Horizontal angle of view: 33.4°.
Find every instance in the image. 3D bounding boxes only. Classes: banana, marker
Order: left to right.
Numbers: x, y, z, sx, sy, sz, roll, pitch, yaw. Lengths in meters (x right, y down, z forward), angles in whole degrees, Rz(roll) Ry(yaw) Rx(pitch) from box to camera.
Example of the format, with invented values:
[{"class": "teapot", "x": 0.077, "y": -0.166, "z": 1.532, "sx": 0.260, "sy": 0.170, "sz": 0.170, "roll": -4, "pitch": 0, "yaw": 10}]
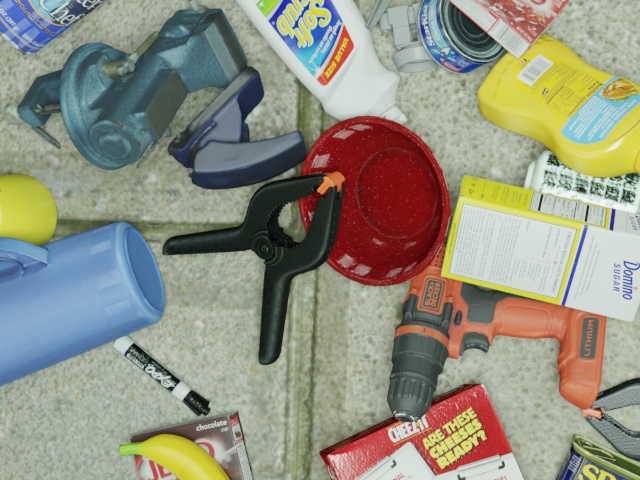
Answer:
[{"class": "marker", "x": -0.162, "y": 0.139, "z": 1.096, "sx": 0.121, "sy": 0.020, "sz": 0.020, "roll": 38, "pitch": 98, "yaw": 8}, {"class": "banana", "x": -0.111, "y": 0.259, "z": 1.039, "sx": 0.069, "sy": 0.037, "sz": 0.198, "roll": -38, "pitch": 85, "yaw": 5}]

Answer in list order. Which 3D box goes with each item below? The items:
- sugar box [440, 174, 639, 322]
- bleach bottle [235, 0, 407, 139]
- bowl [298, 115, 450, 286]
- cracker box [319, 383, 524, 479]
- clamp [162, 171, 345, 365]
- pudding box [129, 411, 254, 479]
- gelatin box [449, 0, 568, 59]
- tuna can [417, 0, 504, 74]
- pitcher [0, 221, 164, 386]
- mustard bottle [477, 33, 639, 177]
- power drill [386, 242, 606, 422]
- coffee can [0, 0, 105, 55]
[{"class": "sugar box", "x": 0.203, "y": 0.007, "z": 0.948, "sx": 0.176, "sy": 0.048, "sz": 0.093, "roll": 13, "pitch": 128, "yaw": 8}, {"class": "bleach bottle", "x": 0.001, "y": -0.209, "z": 1.036, "sx": 0.103, "sy": 0.068, "sz": 0.251, "roll": -40, "pitch": 86, "yaw": 10}, {"class": "bowl", "x": 0.060, "y": -0.040, "z": 1.016, "sx": 0.162, "sy": 0.055, "sz": 0.162, "roll": 8, "pitch": 106, "yaw": 30}, {"class": "cracker box", "x": 0.115, "y": 0.263, "z": 0.998, "sx": 0.164, "sy": 0.072, "sz": 0.214, "roll": -23, "pitch": 86, "yaw": -12}, {"class": "clamp", "x": -0.057, "y": 0.001, "z": 1.040, "sx": 0.164, "sy": 0.036, "sz": 0.210, "roll": 41, "pitch": 118, "yaw": 9}, {"class": "pudding box", "x": -0.129, "y": 0.229, "z": 1.082, "sx": 0.113, "sy": 0.039, "sz": 0.090, "roll": -14, "pitch": 89, "yaw": 11}, {"class": "gelatin box", "x": 0.171, "y": -0.221, "z": 0.972, "sx": 0.089, "sy": 0.030, "sz": 0.073, "roll": 41, "pitch": 62, "yaw": 1}, {"class": "tuna can", "x": 0.135, "y": -0.202, "z": 0.998, "sx": 0.086, "sy": 0.034, "sz": 0.086, "roll": 6, "pitch": 77, "yaw": -30}, {"class": "pitcher", "x": -0.288, "y": 0.061, "z": 1.059, "sx": 0.243, "sy": 0.149, "sz": 0.145, "roll": -19, "pitch": 88, "yaw": 7}, {"class": "mustard bottle", "x": 0.241, "y": -0.110, "z": 0.955, "sx": 0.096, "sy": 0.058, "sz": 0.192, "roll": -43, "pitch": 57, "yaw": -15}, {"class": "power drill", "x": 0.161, "y": 0.097, "z": 0.978, "sx": 0.187, "sy": 0.057, "sz": 0.184, "roll": 13, "pitch": 60, "yaw": 6}, {"class": "coffee can", "x": -0.265, "y": -0.266, "z": 1.064, "sx": 0.140, "sy": 0.102, "sz": 0.103, "roll": -33, "pitch": 85, "yaw": 10}]
